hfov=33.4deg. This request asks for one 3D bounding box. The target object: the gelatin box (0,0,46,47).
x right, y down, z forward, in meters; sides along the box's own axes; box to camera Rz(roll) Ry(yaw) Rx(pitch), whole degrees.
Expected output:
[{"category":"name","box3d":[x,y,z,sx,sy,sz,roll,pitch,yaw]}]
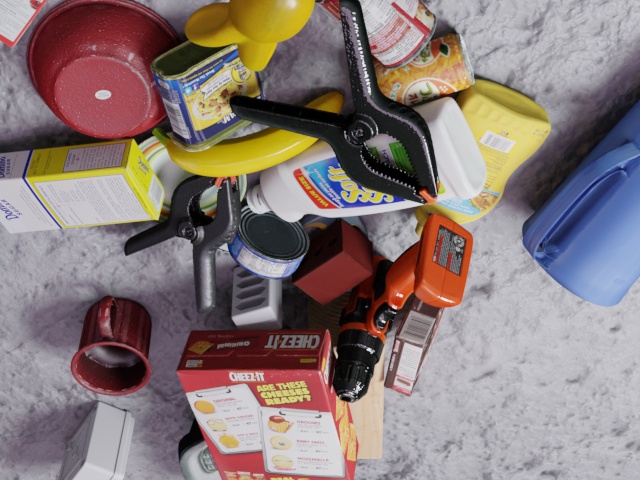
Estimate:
[{"category":"gelatin box","box3d":[-0.292,-0.233,0.984,0.073,0.030,0.089,32,123,-25]}]

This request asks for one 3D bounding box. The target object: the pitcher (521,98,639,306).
[{"category":"pitcher","box3d":[0.321,-0.057,1.090,0.145,0.149,0.243,32,122,-4]}]

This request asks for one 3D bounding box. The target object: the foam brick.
[{"category":"foam brick","box3d":[0.013,0.025,1.182,0.078,0.053,0.051,-34,123,27]}]

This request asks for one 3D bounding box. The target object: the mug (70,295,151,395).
[{"category":"mug","box3d":[-0.244,0.114,1.256,0.093,0.081,0.117,-5,131,2]}]

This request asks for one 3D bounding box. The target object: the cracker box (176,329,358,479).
[{"category":"cracker box","box3d":[-0.054,0.193,1.224,0.164,0.072,0.213,-2,133,13]}]

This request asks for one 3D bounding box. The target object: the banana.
[{"category":"banana","box3d":[-0.068,-0.102,1.067,0.197,0.069,0.037,-10,168,-2]}]

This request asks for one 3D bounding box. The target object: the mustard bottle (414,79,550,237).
[{"category":"mustard bottle","box3d":[0.152,-0.073,1.119,0.096,0.058,0.192,19,128,-16]}]

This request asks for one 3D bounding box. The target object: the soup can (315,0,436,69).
[{"category":"soup can","box3d":[0.049,-0.215,0.985,0.069,0.068,0.102,-37,122,27]}]

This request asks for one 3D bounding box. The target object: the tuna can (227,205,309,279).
[{"category":"tuna can","box3d":[-0.058,0.001,1.160,0.086,0.086,0.034,16,130,-16]}]

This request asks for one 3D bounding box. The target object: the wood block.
[{"category":"wood block","box3d":[0.031,0.168,1.306,0.090,0.091,0.206,-1,132,0]}]

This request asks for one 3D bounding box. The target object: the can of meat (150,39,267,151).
[{"category":"can of meat","box3d":[-0.106,-0.148,1.025,0.102,0.058,0.084,-34,132,-22]}]

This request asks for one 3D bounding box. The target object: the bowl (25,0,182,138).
[{"category":"bowl","box3d":[-0.209,-0.154,1.040,0.162,0.055,0.162,-1,131,-1]}]

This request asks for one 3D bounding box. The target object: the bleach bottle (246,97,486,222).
[{"category":"bleach bottle","box3d":[0.036,-0.064,1.094,0.251,0.068,0.102,-15,114,31]}]

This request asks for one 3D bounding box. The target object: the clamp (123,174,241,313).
[{"category":"clamp","box3d":[-0.127,-0.004,1.133,0.120,0.039,0.172,41,123,-2]}]

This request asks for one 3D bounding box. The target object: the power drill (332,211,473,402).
[{"category":"power drill","box3d":[0.080,0.067,1.133,0.057,0.184,0.188,28,142,-18]}]

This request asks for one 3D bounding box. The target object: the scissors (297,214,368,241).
[{"category":"scissors","box3d":[0.014,-0.046,1.167,0.096,0.016,0.202,-2,131,0]}]

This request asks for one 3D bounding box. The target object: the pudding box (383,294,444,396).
[{"category":"pudding box","box3d":[0.113,0.111,1.244,0.039,0.113,0.090,20,132,14]}]

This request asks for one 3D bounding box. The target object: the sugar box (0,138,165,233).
[{"category":"sugar box","box3d":[-0.260,-0.055,1.106,0.176,0.048,0.093,-2,145,15]}]

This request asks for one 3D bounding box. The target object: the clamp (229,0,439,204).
[{"category":"clamp","box3d":[0.040,-0.116,0.982,0.210,0.036,0.165,37,124,-10]}]
